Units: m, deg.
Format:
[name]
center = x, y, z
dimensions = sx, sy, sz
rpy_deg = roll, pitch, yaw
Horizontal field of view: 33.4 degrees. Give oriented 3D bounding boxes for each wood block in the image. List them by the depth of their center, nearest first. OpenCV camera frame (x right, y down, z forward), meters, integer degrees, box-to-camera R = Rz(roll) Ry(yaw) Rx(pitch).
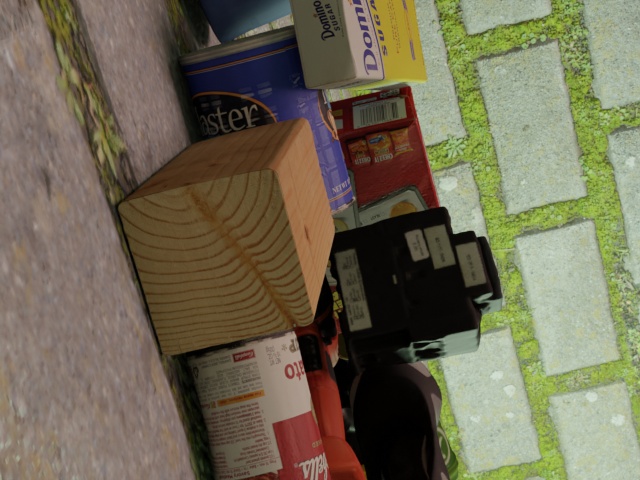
[wood block]
center = -0.048, -0.013, 0.669
dimensions = 0.206, 0.090, 0.091
rpy_deg = -74, 151, -76

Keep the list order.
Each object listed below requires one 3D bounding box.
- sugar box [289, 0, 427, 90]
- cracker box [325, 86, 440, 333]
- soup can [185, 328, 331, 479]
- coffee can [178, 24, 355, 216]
[sugar box]
center = 0.032, -0.163, 0.817
dimensions = 0.176, 0.048, 0.093
rpy_deg = -21, 101, -69
[cracker box]
center = 0.027, -0.021, 0.962
dimensions = 0.072, 0.164, 0.213
rpy_deg = -90, 165, -52
[soup can]
center = -0.036, 0.107, 0.626
dimensions = 0.068, 0.068, 0.102
rpy_deg = 16, 60, -81
[coffee can]
center = -0.040, -0.085, 0.810
dimensions = 0.102, 0.103, 0.140
rpy_deg = -73, 149, -75
